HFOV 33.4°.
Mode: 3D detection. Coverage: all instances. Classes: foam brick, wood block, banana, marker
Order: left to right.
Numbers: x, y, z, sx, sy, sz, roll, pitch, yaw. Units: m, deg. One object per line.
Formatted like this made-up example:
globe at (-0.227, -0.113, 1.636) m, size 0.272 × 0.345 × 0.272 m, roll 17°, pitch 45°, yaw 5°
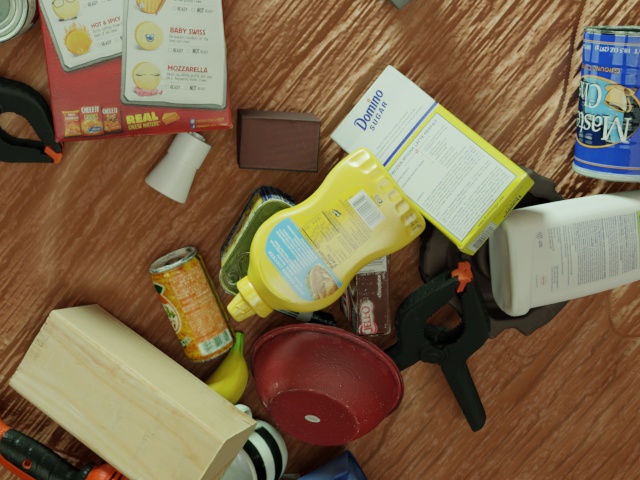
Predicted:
wood block at (-0.177, 0.156, 1.015) m, size 0.206 × 0.090 × 0.090 m, roll 34°, pitch 99°, yaw 13°
banana at (-0.146, 0.174, 1.086) m, size 0.198 × 0.070 × 0.037 m, roll -33°, pitch 133°, yaw 1°
foam brick at (-0.042, -0.096, 1.028) m, size 0.078 × 0.053 × 0.051 m, roll 3°, pitch 105°, yaw -8°
marker at (-0.039, 0.065, 1.090) m, size 0.121 × 0.020 × 0.020 m, roll 22°, pitch 101°, yaw -12°

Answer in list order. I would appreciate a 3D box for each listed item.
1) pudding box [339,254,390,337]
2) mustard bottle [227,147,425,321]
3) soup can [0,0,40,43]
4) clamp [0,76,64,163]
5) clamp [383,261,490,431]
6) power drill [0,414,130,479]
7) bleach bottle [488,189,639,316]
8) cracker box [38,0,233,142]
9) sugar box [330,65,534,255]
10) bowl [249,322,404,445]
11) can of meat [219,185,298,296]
pudding box at (0.042, 0.028, 1.054) m, size 0.039 × 0.090 × 0.113 m, roll -3°, pitch 104°, yaw -10°
mustard bottle at (-0.006, 0.009, 0.968) m, size 0.191 × 0.058 × 0.096 m, roll -38°, pitch 92°, yaw 4°
soup can at (-0.284, -0.210, 0.939) m, size 0.068 × 0.102 × 0.068 m, roll -2°, pitch 105°, yaw -7°
clamp at (-0.309, -0.134, 0.987) m, size 0.171 × 0.039 × 0.120 m, roll 24°, pitch 116°, yaw -19°
clamp at (0.122, 0.111, 1.075) m, size 0.164 × 0.036 × 0.210 m, roll 18°, pitch 126°, yaw -9°
power drill at (-0.275, 0.241, 1.054) m, size 0.187 × 0.057 × 0.185 m, roll 27°, pitch 137°, yaw 0°
bleach bottle at (0.293, 0.004, 1.044) m, size 0.250 × 0.068 × 0.102 m, roll -9°, pitch 106°, yaw -10°
cracker box at (-0.169, -0.204, 0.973) m, size 0.164 × 0.072 × 0.214 m, roll -6°, pitch 105°, yaw -7°
sugar box at (0.104, -0.077, 1.011) m, size 0.176 × 0.048 × 0.093 m, roll 43°, pitch 98°, yaw 23°
bowl at (0.000, 0.155, 1.057) m, size 0.162 × 0.055 × 0.162 m, roll 10°, pitch 137°, yaw 10°
can of meat at (-0.057, 0.001, 1.036) m, size 0.057 × 0.084 × 0.102 m, roll 29°, pitch 99°, yaw -15°
